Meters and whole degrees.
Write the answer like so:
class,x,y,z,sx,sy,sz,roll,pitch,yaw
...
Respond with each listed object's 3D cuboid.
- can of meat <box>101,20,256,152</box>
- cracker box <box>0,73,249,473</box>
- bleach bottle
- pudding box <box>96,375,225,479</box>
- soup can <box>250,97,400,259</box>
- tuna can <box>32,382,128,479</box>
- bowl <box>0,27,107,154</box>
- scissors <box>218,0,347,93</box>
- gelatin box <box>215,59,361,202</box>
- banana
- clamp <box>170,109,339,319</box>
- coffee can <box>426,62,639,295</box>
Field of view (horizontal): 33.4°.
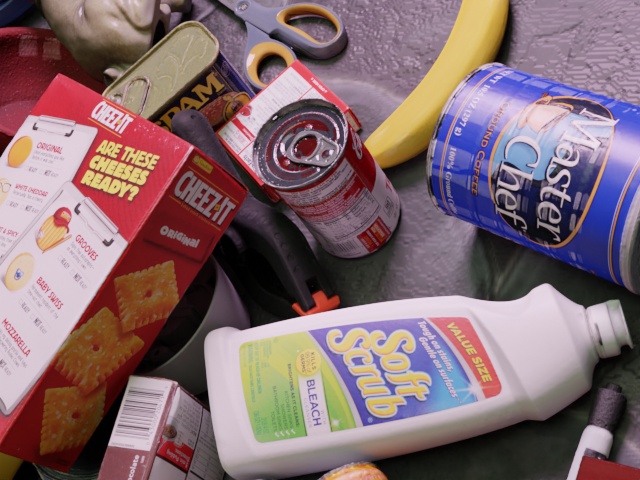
class,x,y,z,sx,sy,sz,roll,pitch,yaw
can of meat,-0.104,-0.103,0.821,0.102,0.084,0.057,-42,52,0
cracker box,-0.168,0.016,0.698,0.164,0.072,0.213,30,85,40
bleach bottle,0.057,0.074,0.645,0.251,0.068,0.102,-17,67,16
pudding box,-0.099,0.153,0.664,0.039,0.090,0.113,4,63,26
soup can,0.006,-0.039,0.714,0.069,0.102,0.068,-13,57,20
tuna can,-0.153,0.134,0.721,0.086,0.034,0.086,-3,49,3
bowl,-0.224,-0.108,0.875,0.162,0.055,0.162,13,40,-11
scissors,-0.066,-0.174,0.887,0.202,0.016,0.096,22,74,35
gelatin box,-0.025,-0.082,0.803,0.089,0.030,0.073,-42,53,0
banana,0.086,-0.121,0.763,0.070,0.037,0.197,32,80,37
clamp,-0.055,0.001,0.744,0.039,0.120,0.171,-29,66,-24
coffee can,0.150,-0.040,0.640,0.140,0.102,0.102,25,76,36
